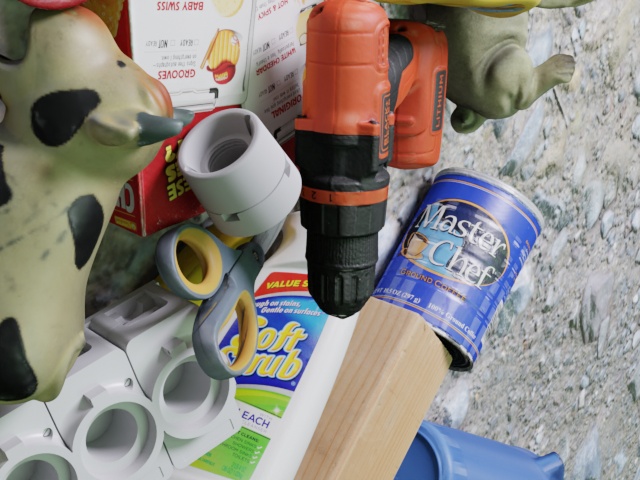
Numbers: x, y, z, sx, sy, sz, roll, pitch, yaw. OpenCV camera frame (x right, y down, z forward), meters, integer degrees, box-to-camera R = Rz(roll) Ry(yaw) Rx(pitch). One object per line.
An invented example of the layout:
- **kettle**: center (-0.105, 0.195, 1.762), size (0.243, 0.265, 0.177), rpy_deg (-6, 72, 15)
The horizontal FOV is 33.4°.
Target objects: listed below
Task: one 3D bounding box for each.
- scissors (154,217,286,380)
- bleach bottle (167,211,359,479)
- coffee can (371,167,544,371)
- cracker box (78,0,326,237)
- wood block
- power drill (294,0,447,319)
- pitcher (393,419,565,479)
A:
- **scissors**: center (-0.054, 0.001, 0.639), size (0.096, 0.016, 0.201), rpy_deg (57, 22, -28)
- **bleach bottle**: center (-0.034, 0.070, 0.736), size (0.068, 0.103, 0.250), rpy_deg (69, 41, -65)
- **coffee can**: center (0.112, 0.024, 0.897), size (0.140, 0.103, 0.102), rpy_deg (-60, 144, -17)
- **cracker box**: center (-0.069, -0.131, 0.606), size (0.163, 0.072, 0.214), rpy_deg (-26, 126, -45)
- **wood block**: center (0.009, 0.150, 0.823), size (0.206, 0.090, 0.090), rpy_deg (-61, 145, -17)
- **power drill**: center (0.034, -0.062, 0.669), size (0.187, 0.057, 0.184), rpy_deg (-46, 141, -67)
- **pitcher**: center (0.119, 0.246, 0.999), size (0.242, 0.145, 0.149), rpy_deg (31, 67, -51)
